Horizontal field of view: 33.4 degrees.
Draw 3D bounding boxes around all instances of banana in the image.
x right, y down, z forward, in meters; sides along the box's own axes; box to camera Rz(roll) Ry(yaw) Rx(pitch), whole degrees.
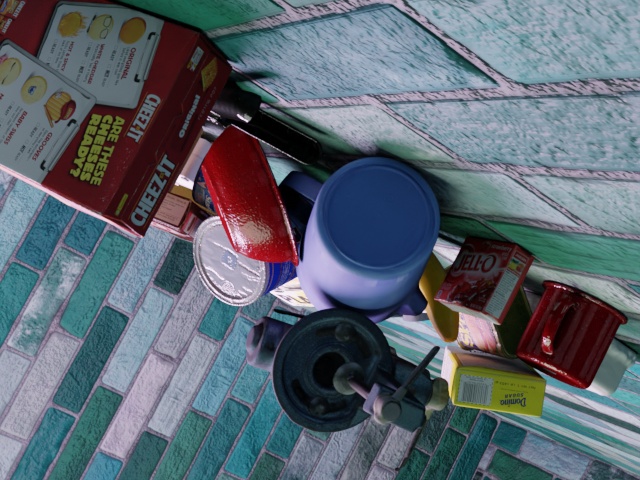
[{"bbox_3d":[0.088,0.024,1.144,0.198,0.069,0.037,42,167,15],"label":"banana"}]

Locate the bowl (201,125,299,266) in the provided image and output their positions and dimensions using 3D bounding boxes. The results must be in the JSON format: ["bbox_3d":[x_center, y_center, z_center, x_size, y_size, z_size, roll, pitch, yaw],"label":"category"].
[{"bbox_3d":[-0.075,-0.041,1.044,0.162,0.055,0.162,158,90,-82],"label":"bowl"}]

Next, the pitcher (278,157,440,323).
[{"bbox_3d":[0.035,-0.004,1.007,0.149,0.145,0.243,-4,169,-2],"label":"pitcher"}]

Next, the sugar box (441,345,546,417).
[{"bbox_3d":[0.184,0.151,1.159,0.093,0.048,0.176,9,180,3],"label":"sugar box"}]

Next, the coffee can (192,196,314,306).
[{"bbox_3d":[-0.058,0.001,1.188,0.103,0.103,0.140,24,-150,29],"label":"coffee can"}]

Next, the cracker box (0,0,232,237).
[{"bbox_3d":[-0.201,-0.117,0.893,0.214,0.164,0.072,24,174,29],"label":"cracker box"}]

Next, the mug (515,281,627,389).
[{"bbox_3d":[0.246,0.094,1.071,0.093,0.081,0.117,24,172,27],"label":"mug"}]

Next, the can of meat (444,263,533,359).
[{"bbox_3d":[0.181,0.075,1.150,0.084,0.057,0.102,9,124,62],"label":"can of meat"}]

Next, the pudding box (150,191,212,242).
[{"bbox_3d":[-0.181,-0.035,1.181,0.114,0.039,0.090,19,173,17],"label":"pudding box"}]

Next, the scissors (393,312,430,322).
[{"bbox_3d":[0.124,0.093,1.446,0.096,0.016,0.201,1,-179,11],"label":"scissors"}]

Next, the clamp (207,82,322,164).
[{"bbox_3d":[-0.078,-0.116,0.952,0.172,0.039,0.120,30,174,42],"label":"clamp"}]

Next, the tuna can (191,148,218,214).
[{"bbox_3d":[-0.106,-0.073,1.177,0.034,0.086,0.086,28,173,11],"label":"tuna can"}]

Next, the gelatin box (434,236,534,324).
[{"bbox_3d":[0.156,0.036,1.029,0.030,0.073,0.089,32,173,-24],"label":"gelatin box"}]
